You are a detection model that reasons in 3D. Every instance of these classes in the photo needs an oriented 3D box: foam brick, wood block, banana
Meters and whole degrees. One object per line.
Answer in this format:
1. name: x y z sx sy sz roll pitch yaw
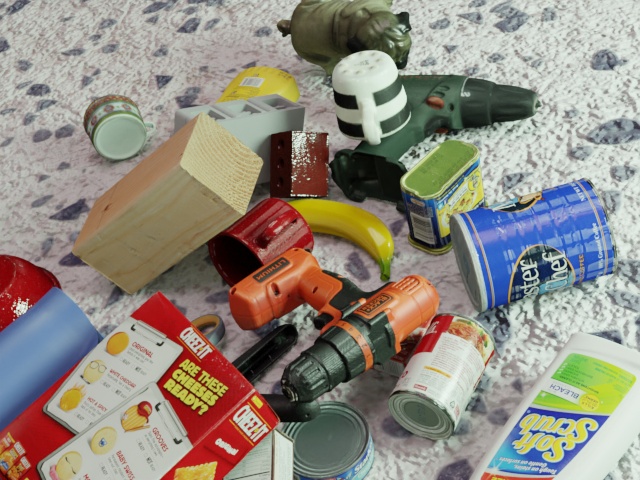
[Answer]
1. foam brick: -0.025 -0.088 1.241 0.051 0.078 0.053 1 0 -29
2. wood block: -0.168 -0.037 1.162 0.206 0.090 0.090 -32 30 38
3. banana: 0.010 -0.015 1.201 0.198 0.037 0.069 19 52 33

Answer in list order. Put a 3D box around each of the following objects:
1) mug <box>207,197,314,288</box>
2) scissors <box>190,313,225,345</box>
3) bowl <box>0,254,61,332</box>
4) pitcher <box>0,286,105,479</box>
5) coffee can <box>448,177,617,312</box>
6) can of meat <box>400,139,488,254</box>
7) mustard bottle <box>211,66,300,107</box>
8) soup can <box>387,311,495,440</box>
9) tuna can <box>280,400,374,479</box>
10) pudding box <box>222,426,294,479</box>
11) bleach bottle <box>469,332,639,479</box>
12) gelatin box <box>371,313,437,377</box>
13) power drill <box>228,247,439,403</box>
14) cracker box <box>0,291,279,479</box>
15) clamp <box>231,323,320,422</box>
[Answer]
1. mug: -0.058 0.001 1.152 0.093 0.117 0.081 45 57 6
2. scissors: -0.108 0.112 1.073 0.096 0.016 0.202 -31 25 -30
3. bowl: -0.381 0.066 1.218 0.162 0.055 0.162 -9 42 8
4. pitcher: -0.315 0.167 1.048 0.242 0.149 0.145 -39 64 -20
5. coffee can: 0.211 0.005 1.070 0.140 0.103 0.103 -16 42 -1
6. can of meat: 0.135 -0.049 1.165 0.058 0.084 0.102 26 56 36
7. mustard bottle: -0.111 -0.146 1.363 0.096 0.058 0.191 11 48 32
8. soup can: 0.113 0.126 0.994 0.069 0.068 0.102 13 49 28
9. tuna can: 0.006 0.191 0.982 0.086 0.034 0.086 -9 42 8
10. pudding box: -0.070 0.228 0.935 0.090 0.039 0.113 -18 50 22
11. bleach bottle: 0.194 0.193 0.904 0.103 0.068 0.250 22 56 35
12. gelatin box: 0.063 0.093 1.073 0.089 0.030 0.073 15 50 29
13. power drill: -0.006 0.077 1.032 0.184 0.057 0.188 -31 33 -30
14. cracker box: -0.167 0.173 0.941 0.213 0.072 0.164 -42 50 -10
15. clamp: -0.100 0.159 1.027 0.210 0.036 0.165 -24 23 -6
